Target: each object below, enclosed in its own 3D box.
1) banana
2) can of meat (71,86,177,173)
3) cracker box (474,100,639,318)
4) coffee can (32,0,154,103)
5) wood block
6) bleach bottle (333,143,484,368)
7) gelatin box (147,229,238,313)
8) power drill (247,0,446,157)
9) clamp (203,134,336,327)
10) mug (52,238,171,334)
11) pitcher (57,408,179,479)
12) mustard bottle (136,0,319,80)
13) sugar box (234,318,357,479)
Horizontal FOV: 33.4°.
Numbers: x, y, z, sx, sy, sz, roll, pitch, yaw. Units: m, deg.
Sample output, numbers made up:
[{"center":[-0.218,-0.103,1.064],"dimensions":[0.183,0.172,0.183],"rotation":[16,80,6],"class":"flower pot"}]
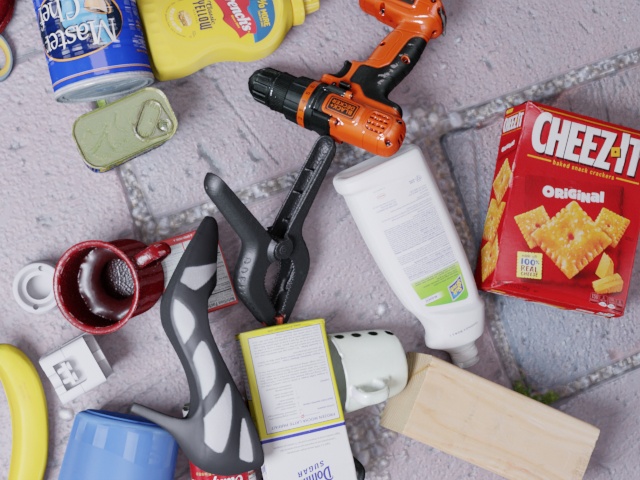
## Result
[{"center":[-0.306,0.186,1.077],"dimensions":[0.069,0.037,0.198],"rotation":[-15,100,-42],"class":"banana"},{"center":[-0.201,-0.110,1.093],"dimensions":[0.102,0.084,0.057],"rotation":[-26,93,-12],"class":"can of meat"},{"center":[0.275,-0.032,1.199],"dimensions":[0.164,0.072,0.214],"rotation":[13,85,-12],"class":"cracker box"},{"center":[-0.234,-0.219,1.080],"dimensions":[0.102,0.103,0.140],"rotation":[-13,91,-12],"class":"coffee can"},{"center":[0.182,0.202,1.162],"dimensions":[0.206,0.091,0.090],"rotation":[24,83,-10],"class":"wood block"},{"center":[0.107,0.027,1.156],"dimensions":[0.102,0.068,0.251],"rotation":[-24,104,-2],"class":"bleach bottle"},{"center":[-0.135,0.036,1.130],"dimensions":[0.073,0.030,0.089],"rotation":[-18,91,-13],"class":"gelatin box"},{"center":[0.036,-0.194,1.143],"dimensions":[0.184,0.057,0.187],"rotation":[25,76,18],"class":"power drill"},{"center":[-0.057,0.001,1.096],"dimensions":[0.164,0.036,0.210],"rotation":[-14,120,-41],"class":"clamp"},{"center":[-0.199,0.035,1.072],"dimensions":[0.117,0.081,0.093],"rotation":[-35,86,16],"class":"mug"},{"center":[-0.207,0.298,1.066],"dimensions":[0.145,0.149,0.243],"rotation":[11,82,3],"class":"pitcher"},{"center":[-0.094,-0.235,1.133],"dimensions":[0.191,0.058,0.096],"rotation":[-14,78,-13],"class":"mustard bottle"},{"center":[-0.026,0.174,1.105],"dimensions":[0.093,0.048,0.176],"rotation":[-10,87,-13],"class":"sugar box"}]
